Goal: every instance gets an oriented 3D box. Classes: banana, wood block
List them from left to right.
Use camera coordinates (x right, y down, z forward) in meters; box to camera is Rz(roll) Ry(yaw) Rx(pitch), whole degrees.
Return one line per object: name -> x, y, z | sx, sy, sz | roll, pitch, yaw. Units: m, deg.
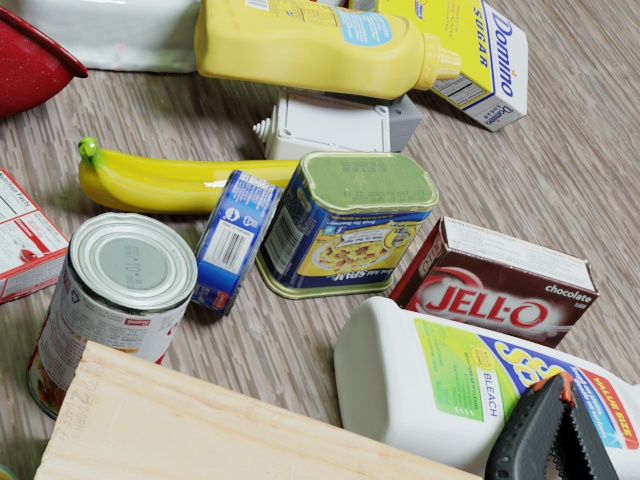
banana -> -0.077, -0.037, 0.692 | 0.197, 0.070, 0.037 | 1, 83, -37
wood block -> -0.035, 0.139, 0.512 | 0.206, 0.091, 0.090 | 21, 42, -10

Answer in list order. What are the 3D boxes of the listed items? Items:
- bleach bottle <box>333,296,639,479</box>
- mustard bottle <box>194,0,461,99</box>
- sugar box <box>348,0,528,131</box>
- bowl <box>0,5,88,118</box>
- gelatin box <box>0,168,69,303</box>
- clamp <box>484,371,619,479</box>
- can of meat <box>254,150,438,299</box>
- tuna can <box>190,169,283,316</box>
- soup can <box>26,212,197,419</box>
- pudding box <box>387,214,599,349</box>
bleach bottle -> 0.136, 0.105, 0.667 | 0.250, 0.068, 0.102 | 11, 47, -23
mustard bottle -> 0.008, -0.137, 0.761 | 0.191, 0.058, 0.096 | 6, 27, -13
sugar box -> 0.102, -0.172, 0.890 | 0.176, 0.048, 0.093 | 25, 56, -30
bowl -> -0.228, -0.122, 0.662 | 0.162, 0.055, 0.162 | 28, -4, 2
gelatin box -> -0.197, 0.004, 0.607 | 0.073, 0.030, 0.089 | 43, 42, 19
clamp -> 0.134, 0.174, 0.565 | 0.164, 0.036, 0.210 | 28, 52, -25
can of meat -> 0.017, -0.012, 0.702 | 0.101, 0.084, 0.057 | -3, 50, -32
tuna can -> -0.054, 0.001, 0.647 | 0.033, 0.086, 0.086 | 24, 41, -4
soup can -> -0.110, 0.043, 0.559 | 0.068, 0.102, 0.068 | 16, 42, -15
pudding box -> 0.109, 0.039, 0.697 | 0.113, 0.090, 0.039 | 15, 42, -17
